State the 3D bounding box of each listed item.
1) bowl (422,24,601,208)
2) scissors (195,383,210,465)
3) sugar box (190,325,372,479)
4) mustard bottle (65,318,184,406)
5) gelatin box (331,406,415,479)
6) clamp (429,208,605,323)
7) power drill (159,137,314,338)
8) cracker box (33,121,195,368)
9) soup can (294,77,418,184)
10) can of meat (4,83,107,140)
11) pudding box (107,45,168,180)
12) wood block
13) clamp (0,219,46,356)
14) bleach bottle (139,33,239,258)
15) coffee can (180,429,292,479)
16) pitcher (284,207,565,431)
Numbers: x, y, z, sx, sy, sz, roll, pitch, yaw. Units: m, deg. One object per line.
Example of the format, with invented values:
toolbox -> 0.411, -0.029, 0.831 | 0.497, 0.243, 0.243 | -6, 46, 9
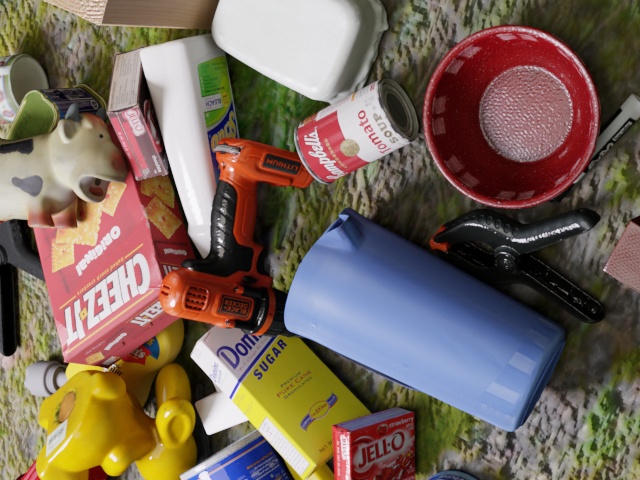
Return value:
bowl -> 0.176, -0.112, 0.958 | 0.162, 0.055, 0.162 | 5, 102, 27
scissors -> -0.115, 0.268, 1.203 | 0.096, 0.016, 0.202 | 18, 107, 22
sugar box -> -0.040, 0.148, 1.095 | 0.176, 0.093, 0.048 | 46, 142, 12
mustard bottle -> -0.207, 0.112, 1.199 | 0.096, 0.058, 0.192 | 42, 115, 13
gelatin box -> 0.054, 0.212, 1.061 | 0.030, 0.089, 0.073 | 9, 104, 51
clamp -> 0.184, 0.020, 0.979 | 0.172, 0.039, 0.120 | 6, 122, 40
power drill -> -0.057, 0.001, 1.062 | 0.057, 0.184, 0.187 | 12, 88, 55
cracker box -> -0.225, 0.004, 1.144 | 0.164, 0.072, 0.214 | -35, 60, 28
soup can -> 0.035, -0.105, 1.026 | 0.102, 0.068, 0.068 | -25, 87, 29
can of meat -> -0.297, -0.122, 1.190 | 0.057, 0.083, 0.102 | 39, 115, 16
pudding box -> -0.184, -0.131, 1.095 | 0.039, 0.113, 0.090 | -13, 132, 4
wood block -> -0.168, -0.261, 1.027 | 0.090, 0.205, 0.091 | 27, 110, 21
clamp -> -0.369, 0.018, 1.280 | 0.165, 0.036, 0.210 | -28, 85, 29
bleach bottle -> -0.115, -0.083, 1.104 | 0.068, 0.102, 0.251 | -8, 102, 24
coffee can -> -0.071, 0.284, 1.133 | 0.103, 0.102, 0.140 | -34, 83, 28
pitcher -> 0.097, 0.083, 1.004 | 0.243, 0.149, 0.145 | 27, 96, 18
